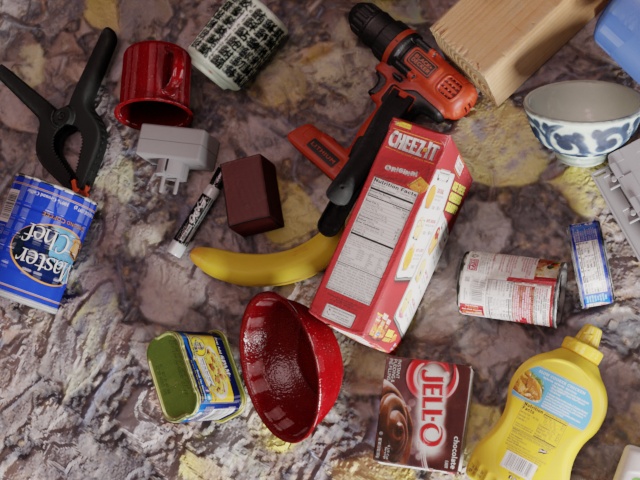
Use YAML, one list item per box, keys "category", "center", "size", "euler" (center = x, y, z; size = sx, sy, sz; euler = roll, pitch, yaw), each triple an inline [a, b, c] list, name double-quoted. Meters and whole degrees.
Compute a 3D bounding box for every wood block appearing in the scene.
- category: "wood block"
  center: [0.229, -0.256, 1.143]
  size: [0.206, 0.090, 0.091]
  euler: [-43, 68, 4]

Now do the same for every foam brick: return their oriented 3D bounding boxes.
- category: "foam brick"
  center: [-0.078, -0.051, 1.212]
  size: [0.051, 0.053, 0.078]
  euler: [-13, 73, 14]

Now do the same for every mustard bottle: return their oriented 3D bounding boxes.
- category: "mustard bottle"
  center: [0.228, 0.170, 1.057]
  size: [0.096, 0.058, 0.191]
  euler: [26, 86, 25]

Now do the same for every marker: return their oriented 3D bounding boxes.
- category: "marker"
  center: [-0.140, -0.035, 1.246]
  size: [0.020, 0.020, 0.121]
  euler: [31, 88, 22]

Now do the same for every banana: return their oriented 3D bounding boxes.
- category: "banana"
  center: [-0.051, 0.018, 1.195]
  size: [0.198, 0.037, 0.069]
  euler: [-16, 73, 15]

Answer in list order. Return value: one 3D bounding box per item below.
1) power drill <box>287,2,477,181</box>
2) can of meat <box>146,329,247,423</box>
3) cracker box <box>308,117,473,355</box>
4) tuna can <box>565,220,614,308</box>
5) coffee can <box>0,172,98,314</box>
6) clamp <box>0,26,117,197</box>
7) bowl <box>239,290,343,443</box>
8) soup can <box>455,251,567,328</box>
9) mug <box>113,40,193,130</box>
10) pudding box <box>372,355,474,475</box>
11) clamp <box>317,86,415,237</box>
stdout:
- category: "power drill"
  center: [0.053, -0.156, 1.192]
  size: [0.187, 0.057, 0.184]
  euler: [-47, 68, 3]
- category: "can of meat"
  center: [-0.136, 0.148, 1.159]
  size: [0.058, 0.083, 0.102]
  euler: [-30, 69, 25]
- category: "cracker box"
  center: [0.075, 0.001, 1.091]
  size: [0.072, 0.164, 0.213]
  euler: [22, 85, 19]
- category: "tuna can"
  center: [0.269, 0.023, 1.065]
  size: [0.034, 0.086, 0.086]
  euler: [-11, 74, 13]
- category: "coffee can"
  center: [-0.334, 0.004, 1.254]
  size: [0.103, 0.102, 0.140]
  euler: [17, 82, 21]
- category: "clamp"
  center: [-0.304, -0.157, 1.318]
  size: [0.165, 0.036, 0.210]
  euler: [-23, 73, 12]
- category: "bowl"
  center: [-0.024, 0.129, 1.124]
  size: [0.162, 0.055, 0.162]
  euler: [20, 114, 54]
- category: "soup can"
  center: [0.196, 0.049, 1.091]
  size: [0.102, 0.068, 0.068]
  euler: [7, 79, 19]
- category: "mug"
  center: [-0.189, -0.187, 1.253]
  size: [0.117, 0.093, 0.081]
  euler: [-30, 54, 57]
- category: "pudding box"
  center: [0.108, 0.180, 1.103]
  size: [0.090, 0.039, 0.113]
  euler: [5, 79, 18]
- category: "clamp"
  center: [0.045, -0.081, 1.109]
  size: [0.039, 0.120, 0.171]
  euler: [34, 65, 0]
